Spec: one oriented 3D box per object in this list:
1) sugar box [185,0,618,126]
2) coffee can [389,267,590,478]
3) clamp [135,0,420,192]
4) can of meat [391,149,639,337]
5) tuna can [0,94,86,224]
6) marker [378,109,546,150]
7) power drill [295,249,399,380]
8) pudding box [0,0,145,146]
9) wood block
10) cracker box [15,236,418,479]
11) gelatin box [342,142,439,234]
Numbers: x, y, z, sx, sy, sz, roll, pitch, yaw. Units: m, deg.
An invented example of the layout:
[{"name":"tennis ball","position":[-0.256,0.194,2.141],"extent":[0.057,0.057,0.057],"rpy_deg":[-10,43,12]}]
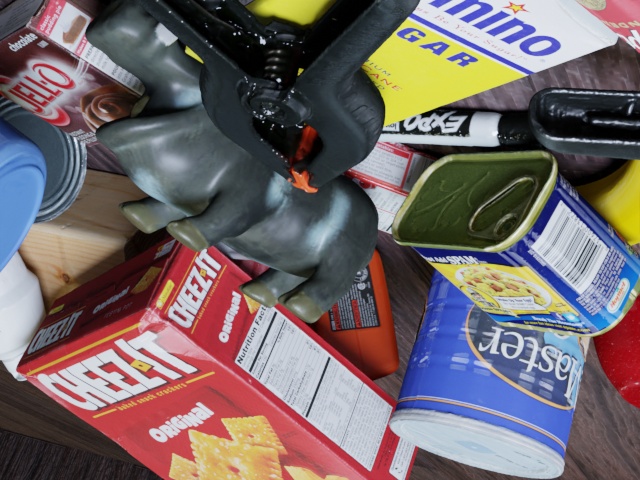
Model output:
[{"name":"sugar box","position":[0.028,-0.094,0.438],"extent":[0.093,0.048,0.177],"rpy_deg":[29,159,-27]},{"name":"coffee can","position":[0.109,0.059,0.639],"extent":[0.103,0.140,0.103],"rpy_deg":[16,161,6]},{"name":"clamp","position":[-0.025,-0.071,0.421],"extent":[0.120,0.039,0.171],"rpy_deg":[21,158,8]},{"name":"can of meat","position":[0.100,0.003,0.537],"extent":[0.083,0.057,0.102],"rpy_deg":[40,163,-26]},{"name":"tuna can","position":[-0.196,-0.053,0.689],"extent":[0.034,0.086,0.086],"rpy_deg":[3,156,42]},{"name":"marker","position":[0.062,-0.058,0.545],"extent":[0.121,0.020,0.020],"rpy_deg":[7,158,30]},{"name":"power drill","position":[0.014,0.098,0.806],"extent":[0.057,0.184,0.188],"rpy_deg":[-7,156,-11]},{"name":"pudding box","position":[-0.137,-0.095,0.590],"extent":[0.090,0.039,0.114],"rpy_deg":[30,157,-30]},{"name":"wood block","position":[-0.208,0.000,0.794],"extent":[0.206,0.090,0.091],"rpy_deg":[12,124,19]},{"name":"cracker box","position":[-0.066,0.105,0.694],"extent":[0.213,0.072,0.164],"rpy_deg":[42,138,-23]},{"name":"gelatin box","position":[0.037,-0.032,0.624],"extent":[0.089,0.030,0.073],"rpy_deg":[20,162,-3]}]
